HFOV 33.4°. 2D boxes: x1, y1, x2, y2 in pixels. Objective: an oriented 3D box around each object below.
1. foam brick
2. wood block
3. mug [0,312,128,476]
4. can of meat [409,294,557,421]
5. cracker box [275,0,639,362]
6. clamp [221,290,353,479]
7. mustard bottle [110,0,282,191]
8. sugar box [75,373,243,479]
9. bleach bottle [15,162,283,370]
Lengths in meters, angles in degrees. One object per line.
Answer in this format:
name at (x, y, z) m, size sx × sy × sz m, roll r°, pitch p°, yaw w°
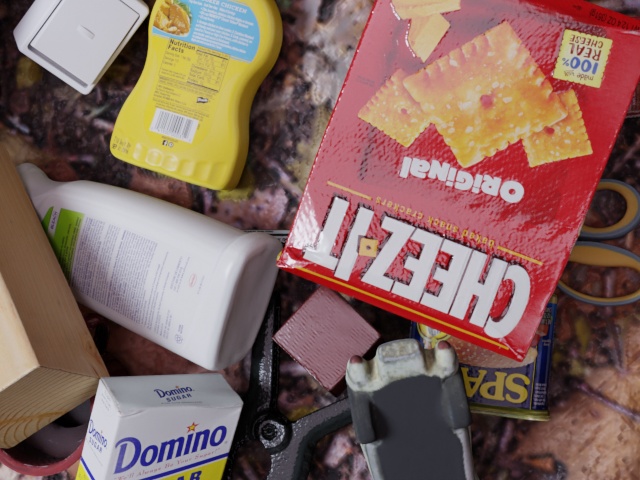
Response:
foam brick at (0.007, 0.068, 0.713) m, size 0.053 × 0.078 × 0.051 m, roll 43°, pitch 85°, yaw 12°
wood block at (-0.235, 0.025, 0.716) m, size 0.090 × 0.090 × 0.206 m, roll -33°, pitch 68°, yaw 9°
mug at (-0.185, 0.107, 0.780) m, size 0.093 × 0.081 × 0.117 m, roll 21°, pitch 93°, yaw 13°
can of meat at (0.109, 0.074, 0.727) m, size 0.102 × 0.057 × 0.084 m, roll 6°, pitch 87°, yaw 12°
cracker box at (0.086, -0.056, 0.652) m, size 0.164 × 0.072 × 0.214 m, roll 21°, pitch 97°, yaw 3°
clamp at (-0.037, 0.125, 0.769) m, size 0.120 × 0.039 × 0.171 m, roll 43°, pitch 91°, yaw 17°
mustard bottle at (-0.080, -0.138, 0.774) m, size 0.096 × 0.058 × 0.191 m, roll 18°, pitch 93°, yaw 12°
sugar box at (-0.120, 0.177, 0.729) m, size 0.048 × 0.093 × 0.176 m, roll 44°, pitch 123°, yaw 47°
bleach bottle at (-0.154, -0.001, 0.773) m, size 0.251 × 0.068 × 0.103 m, roll 24°, pitch 106°, yaw 23°
